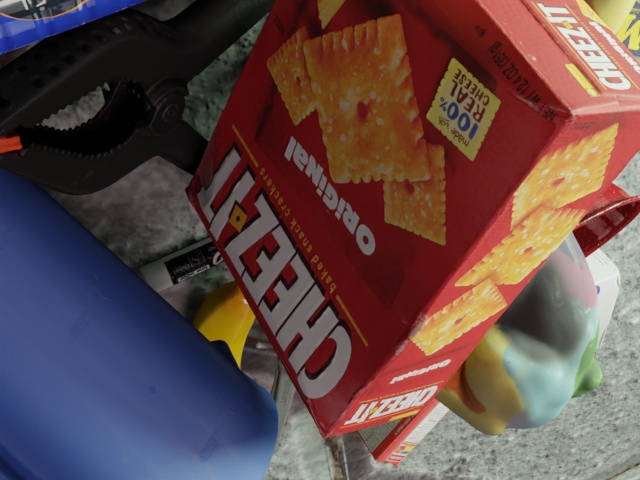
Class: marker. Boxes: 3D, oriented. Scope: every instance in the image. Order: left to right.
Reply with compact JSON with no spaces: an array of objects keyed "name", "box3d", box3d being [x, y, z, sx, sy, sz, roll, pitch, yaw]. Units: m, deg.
[{"name":"marker","box3d":[-0.054,0.001,0.666,0.121,0.020,0.020,-25,139,-11]}]

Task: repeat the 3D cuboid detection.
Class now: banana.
[{"name":"banana","box3d":[-0.061,0.093,0.717,0.037,0.070,0.198,-43,143,-39]}]

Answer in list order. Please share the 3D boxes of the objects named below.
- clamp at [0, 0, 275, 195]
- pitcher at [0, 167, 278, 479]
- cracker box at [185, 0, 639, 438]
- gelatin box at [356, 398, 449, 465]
[{"name":"clamp","box3d":[-0.078,-0.081,0.518,0.209,0.036,0.165,-16,137,-52]},{"name":"pitcher","box3d":[-0.145,0.058,0.520,0.145,0.149,0.242,-41,116,-1]},{"name":"cracker box","box3d":[0.029,-0.038,0.480,0.071,0.164,0.214,-8,144,-37]},{"name":"gelatin box","box3d":[0.051,0.107,0.783,0.030,0.089,0.073,20,117,-45]}]
